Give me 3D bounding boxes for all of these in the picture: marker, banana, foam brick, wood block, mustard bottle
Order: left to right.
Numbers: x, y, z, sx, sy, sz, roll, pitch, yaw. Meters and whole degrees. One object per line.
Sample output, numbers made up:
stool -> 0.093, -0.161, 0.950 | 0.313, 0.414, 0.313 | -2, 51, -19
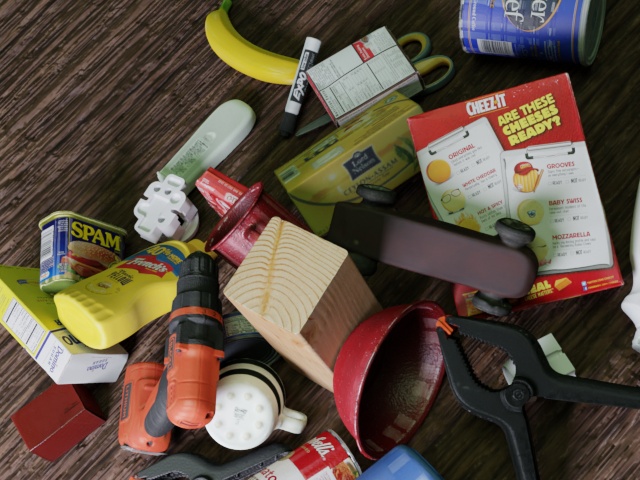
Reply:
foam brick -> -0.286, 0.195, 1.167 | 0.078, 0.051, 0.053 | -37, 60, -2
mustard bottle -> -0.188, 0.047, 1.174 | 0.191, 0.058, 0.096 | -29, 35, -34
banana -> -0.087, -0.240, 1.328 | 0.069, 0.037, 0.198 | -43, 59, -6
marker -> -0.025, -0.182, 1.269 | 0.020, 0.020, 0.121 | 18, 90, 25
wood block -> -0.003, 0.073, 1.044 | 0.090, 0.206, 0.090 | 26, 75, 28

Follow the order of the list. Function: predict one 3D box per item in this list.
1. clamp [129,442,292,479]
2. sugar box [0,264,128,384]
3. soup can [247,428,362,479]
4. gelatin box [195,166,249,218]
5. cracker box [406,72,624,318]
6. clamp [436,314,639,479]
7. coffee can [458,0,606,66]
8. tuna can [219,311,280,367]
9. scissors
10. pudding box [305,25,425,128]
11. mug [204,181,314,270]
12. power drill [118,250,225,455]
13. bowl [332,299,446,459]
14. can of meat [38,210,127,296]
clamp -> -0.110, 0.249, 1.090 | 0.172, 0.039, 0.120 | 13, 62, 16
sugar box -> -0.303, 0.092, 1.198 | 0.176, 0.093, 0.048 | 35, 104, 30
soup can -> -0.017, 0.237, 1.031 | 0.102, 0.068, 0.069 | -29, 57, -17
gelatin box -> -0.092, -0.037, 1.197 | 0.073, 0.089, 0.030 | 31, 76, 28
cracker box -> 0.194, -0.040, 1.068 | 0.164, 0.072, 0.214 | -15, 87, 10
clamp -> 0.197, 0.138, 0.993 | 0.165, 0.036, 0.210 | -42, 78, 10
coffee can -> 0.237, -0.253, 1.188 | 0.140, 0.102, 0.102 | 11, 68, 23
tuna can -> -0.084, 0.108, 1.124 | 0.086, 0.086, 0.034 | -20, 58, 8
scissors -> 0.059, -0.189, 1.267 | 0.202, 0.016, 0.096 | -16, 59, 11
pudding box -> 0.051, -0.185, 1.234 | 0.113, 0.039, 0.090 | -31, 57, 4
mug -> -0.057, 0.001, 1.092 | 0.081, 0.117, 0.093 | 40, 88, -14
power drill -> -0.151, 0.125, 1.085 | 0.057, 0.188, 0.184 | 14, 55, -19
bowl -> 0.060, 0.126, 1.026 | 0.055, 0.162, 0.162 | 20, 72, 33
can of meat -> -0.271, 0.024, 1.220 | 0.058, 0.101, 0.084 | -24, 58, 36
